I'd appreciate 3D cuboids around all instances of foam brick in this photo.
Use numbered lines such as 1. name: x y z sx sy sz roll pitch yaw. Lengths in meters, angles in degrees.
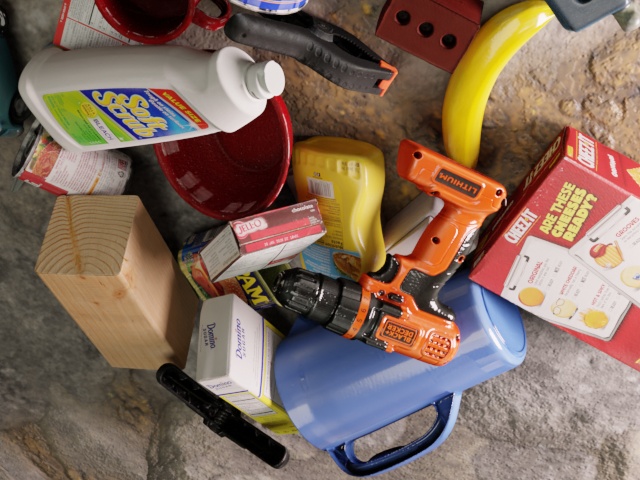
1. foam brick: 0.093 -0.190 0.913 0.078 0.051 0.053 26 127 -4

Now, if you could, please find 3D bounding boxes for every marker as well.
1. marker: -0.007 -0.020 1.085 0.020 0.020 0.121 -11 122 22

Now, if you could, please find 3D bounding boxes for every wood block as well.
1. wood block: -0.202 0.048 1.098 0.090 0.090 0.206 1 149 14

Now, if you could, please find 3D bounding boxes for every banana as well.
1. banana: 0.149 -0.139 0.944 0.069 0.037 0.198 27 128 -4

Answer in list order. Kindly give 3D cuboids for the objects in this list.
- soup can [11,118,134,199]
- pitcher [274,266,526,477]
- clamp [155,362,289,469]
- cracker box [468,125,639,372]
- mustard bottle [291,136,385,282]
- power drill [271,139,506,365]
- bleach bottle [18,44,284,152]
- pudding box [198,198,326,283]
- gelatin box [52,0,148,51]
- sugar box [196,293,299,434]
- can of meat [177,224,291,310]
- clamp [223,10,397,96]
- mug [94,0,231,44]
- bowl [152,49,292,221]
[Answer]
1. soup can: -0.246 -0.073 1.065 0.102 0.068 0.069 25 130 -26
2. pitcher: 0.086 0.128 1.096 0.243 0.145 0.149 -26 115 26
3. clamp: -0.117 0.190 1.185 0.164 0.036 0.210 39 168 -5
4. cracker box: 0.274 0.013 1.002 0.213 0.072 0.164 29 126 -5
5. mustard bottle: 0.020 0.000 1.032 0.096 0.058 0.192 15 117 40
6. power drill: 0.069 0.008 0.963 0.184 0.057 0.188 21 101 -18
7. bleach bottle: -0.146 -0.135 0.946 0.251 0.068 0.102 -3 136 34
8. pudding box: -0.057 0.001 1.010 0.114 0.089 0.039 -40 67 63
9. gelatin box: -0.198 -0.201 0.997 0.089 0.030 0.073 24 127 -2
10. sugar box: -0.068 0.134 1.127 0.048 0.093 0.176 -14 147 24
11. can of meat: -0.088 0.030 1.122 0.084 0.057 0.102 -17 120 27
12. clamp: -0.013 -0.181 0.934 0.171 0.120 0.039 22 128 -28
13. mug: -0.130 -0.224 0.928 0.117 0.081 0.093 29 128 -5
14. bowl: -0.082 -0.102 1.001 0.162 0.055 0.162 12 113 30
